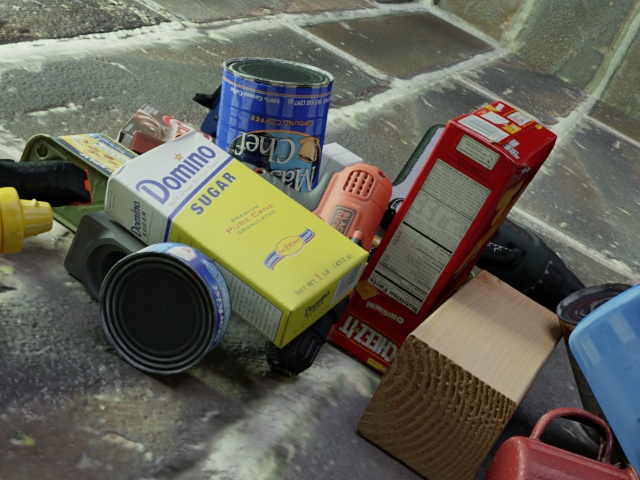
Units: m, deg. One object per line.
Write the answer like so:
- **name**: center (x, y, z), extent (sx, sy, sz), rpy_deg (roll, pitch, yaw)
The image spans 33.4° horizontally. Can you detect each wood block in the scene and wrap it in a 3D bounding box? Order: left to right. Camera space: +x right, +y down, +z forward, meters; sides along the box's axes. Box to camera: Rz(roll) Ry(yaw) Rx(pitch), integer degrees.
- **wood block**: center (0.118, 0.103, 0.837), extent (0.091, 0.090, 0.205), rpy_deg (32, 21, 13)

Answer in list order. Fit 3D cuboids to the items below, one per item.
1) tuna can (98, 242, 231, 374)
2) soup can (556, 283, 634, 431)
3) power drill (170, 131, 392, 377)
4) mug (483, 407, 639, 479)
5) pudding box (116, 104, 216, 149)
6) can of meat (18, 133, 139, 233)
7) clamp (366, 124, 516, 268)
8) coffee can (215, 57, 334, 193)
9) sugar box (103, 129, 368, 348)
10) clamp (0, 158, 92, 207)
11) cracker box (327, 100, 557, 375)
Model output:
- **tuna can**: center (-0.104, 0.045, 0.723), extent (0.086, 0.086, 0.033), rpy_deg (30, 20, 9)
- **soup can**: center (0.237, 0.095, 0.865), extent (0.068, 0.102, 0.068), rpy_deg (-17, 18, 6)
- **power drill**: center (-0.056, 0.001, 0.843), extent (0.188, 0.057, 0.184), rpy_deg (20, 64, 14)
- **mug**: center (0.157, 0.168, 0.708), extent (0.081, 0.117, 0.093), rpy_deg (20, -10, -5)
- **pudding box**: center (-0.149, -0.088, 1.043), extent (0.090, 0.039, 0.113), rpy_deg (24, 21, -6)
- **can of meat**: center (-0.185, -0.048, 0.886), extent (0.102, 0.057, 0.083), rpy_deg (33, 20, 15)
- **clamp**: center (0.085, -0.014, 1.046), extent (0.209, 0.036, 0.164), rpy_deg (-26, 76, -27)
- **coffee can**: center (-0.047, -0.090, 0.993), extent (0.103, 0.140, 0.103), rpy_deg (8, 20, -3)
- **sugar box**: center (-0.062, -0.007, 0.771), extent (0.176, 0.048, 0.093), rpy_deg (37, 44, 18)
- **clamp**: center (-0.243, -0.038, 0.772), extent (0.120, 0.039, 0.171), rpy_deg (-5, -5, 28)
- **cracker box**: center (0.107, -0.005, 0.903), extent (0.072, 0.214, 0.164), rpy_deg (33, 23, 12)
